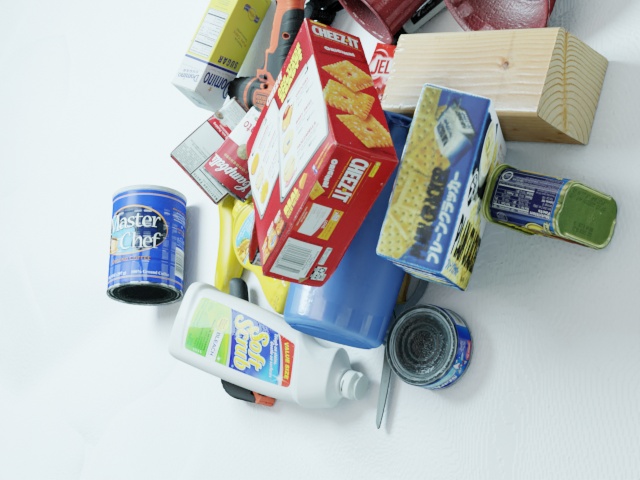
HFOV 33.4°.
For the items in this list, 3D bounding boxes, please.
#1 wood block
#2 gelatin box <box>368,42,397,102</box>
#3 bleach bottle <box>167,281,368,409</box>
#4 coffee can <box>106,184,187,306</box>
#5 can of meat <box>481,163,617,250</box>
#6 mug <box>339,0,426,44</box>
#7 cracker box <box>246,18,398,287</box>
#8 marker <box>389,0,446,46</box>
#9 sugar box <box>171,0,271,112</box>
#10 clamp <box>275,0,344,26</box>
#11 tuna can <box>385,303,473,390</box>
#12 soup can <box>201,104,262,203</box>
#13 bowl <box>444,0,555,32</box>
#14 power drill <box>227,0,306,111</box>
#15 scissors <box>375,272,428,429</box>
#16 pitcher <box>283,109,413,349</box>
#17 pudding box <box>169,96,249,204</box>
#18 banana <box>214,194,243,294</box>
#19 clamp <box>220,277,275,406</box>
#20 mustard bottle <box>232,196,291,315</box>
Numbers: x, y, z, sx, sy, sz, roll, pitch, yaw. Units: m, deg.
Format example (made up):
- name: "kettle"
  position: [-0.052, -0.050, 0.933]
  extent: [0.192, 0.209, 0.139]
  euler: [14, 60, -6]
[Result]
- name: "wood block"
  position: [0.172, -0.157, 1.088]
  extent: [0.207, 0.090, 0.091]
  euler: [10, 82, 48]
- name: "gelatin box"
  position: [0.088, -0.186, 1.230]
  extent: [0.089, 0.030, 0.073]
  euler: [24, 94, 48]
- name: "bleach bottle"
  position: [-0.055, 0.125, 1.220]
  extent: [0.251, 0.068, 0.102]
  euler: [14, 79, 33]
- name: "coffee can"
  position: [-0.234, 0.008, 1.446]
  extent: [0.103, 0.102, 0.140]
  euler: [-19, 63, 41]
- name: "can of meat"
  position: [0.215, -0.030, 0.990]
  extent: [0.084, 0.101, 0.057]
  euler: [17, 91, 45]
- name: "mug"
  position: [0.077, -0.281, 1.218]
  extent: [0.093, 0.117, 0.081]
  euler: [43, 86, 16]
- name: "cracker box"
  position: [-0.005, -0.086, 1.027]
  extent: [0.214, 0.072, 0.164]
  euler: [-100, 32, -49]
- name: "marker"
  position: [0.123, -0.263, 1.229]
  extent: [0.121, 0.020, 0.020]
  euler: [-35, 53, 33]
- name: "sugar box"
  position: [-0.130, -0.265, 1.423]
  extent: [0.048, 0.093, 0.176]
  euler: [20, 84, 19]
- name: "clamp"
  position: [0.004, -0.292, 1.347]
  extent: [0.165, 0.036, 0.210]
  euler: [-62, 40, 23]
- name: "tuna can"
  position: [0.110, 0.108, 1.088]
  extent: [0.086, 0.033, 0.086]
  euler: [-11, 72, 34]
- name: "soup can"
  position: [-0.087, -0.105, 1.299]
  extent: [0.102, 0.068, 0.069]
  euler: [-50, 45, 3]
- name: "bowl"
  position: [0.191, -0.276, 1.100]
  extent: [0.055, 0.162, 0.162]
  euler: [-34, 36, -24]
- name: "power drill"
  position: [-0.062, -0.249, 1.357]
  extent: [0.185, 0.057, 0.188]
  euler: [23, 114, 53]
- name: "scissors"
  position: [0.066, 0.095, 1.162]
  extent: [0.096, 0.016, 0.202]
  euler: [20, 90, 50]
- name: "pitcher"
  position: [0.041, -0.012, 1.136]
  extent: [0.145, 0.149, 0.243]
  euler: [8, 77, 37]
- name: "pudding box"
  position: [-0.121, -0.114, 1.355]
  extent: [0.113, 0.090, 0.039]
  euler: [-42, 5, 0]
- name: "banana"
  position: [-0.122, -0.014, 1.383]
  extent: [0.070, 0.037, 0.198]
  euler: [-14, 66, 41]
- name: "clamp"
  position: [-0.098, 0.128, 1.307]
  extent: [0.172, 0.039, 0.120]
  euler: [42, 110, 39]
- name: "mustard bottle"
  position: [-0.058, 0.002, 1.295]
  extent: [0.096, 0.058, 0.192]
  euler: [-57, 44, 16]
